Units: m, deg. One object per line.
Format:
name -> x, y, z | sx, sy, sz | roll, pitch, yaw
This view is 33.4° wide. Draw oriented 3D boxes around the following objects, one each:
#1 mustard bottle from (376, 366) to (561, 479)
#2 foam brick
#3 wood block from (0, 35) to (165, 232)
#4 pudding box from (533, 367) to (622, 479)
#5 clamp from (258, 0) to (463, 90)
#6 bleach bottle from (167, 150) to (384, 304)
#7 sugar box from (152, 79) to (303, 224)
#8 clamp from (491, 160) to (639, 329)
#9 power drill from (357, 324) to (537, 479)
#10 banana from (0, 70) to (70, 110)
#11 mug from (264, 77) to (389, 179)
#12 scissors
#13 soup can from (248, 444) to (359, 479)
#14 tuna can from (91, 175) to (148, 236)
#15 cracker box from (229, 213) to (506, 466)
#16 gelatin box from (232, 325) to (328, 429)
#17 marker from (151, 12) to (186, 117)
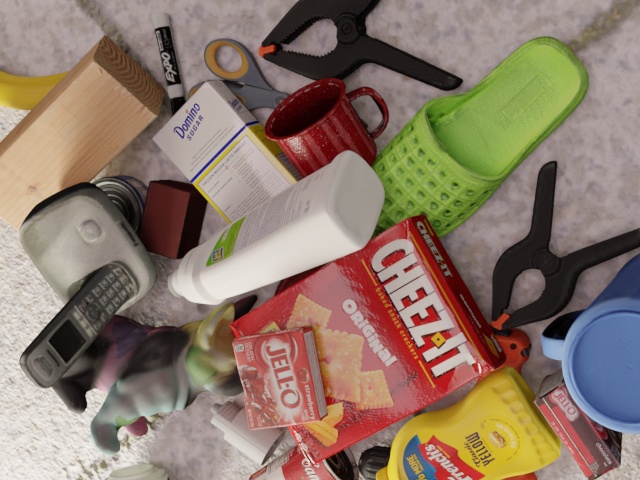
mustard bottle -> 0.126, 0.206, 1.023 | 0.192, 0.058, 0.096 | -33, 94, 18
foam brick -> -0.160, -0.024, 1.158 | 0.051, 0.053, 0.078 | 17, 100, 16
wood block -> -0.273, -0.111, 1.153 | 0.206, 0.090, 0.090 | -41, 112, 17
pudding box -> 0.245, 0.168, 1.008 | 0.039, 0.113, 0.090 | -34, 85, 14
clamp -> 0.039, -0.206, 1.081 | 0.210, 0.036, 0.164 | -18, 89, 21
bleach bottle -> -0.057, 0.001, 1.061 | 0.251, 0.102, 0.068 | -23, 121, 37
sugar box -> -0.084, -0.075, 1.124 | 0.093, 0.048, 0.176 | -42, 85, 20
clamp -> 0.231, 0.022, 1.030 | 0.120, 0.039, 0.171 | 30, 98, 24
power drill -> 0.134, 0.175, 1.078 | 0.184, 0.057, 0.188 | 7, 100, 14
banana -> -0.332, -0.181, 1.209 | 0.198, 0.037, 0.070 | 14, 100, 17
mug -> 0.014, -0.108, 1.064 | 0.117, 0.093, 0.081 | -31, 121, 8
scissors -> -0.047, -0.166, 1.124 | 0.202, 0.016, 0.096 | 2, 99, 19
soup can -> -0.020, 0.253, 1.130 | 0.102, 0.068, 0.068 | -36, 84, 19
tuna can -> -0.227, -0.030, 1.190 | 0.086, 0.033, 0.086 | 2, 96, 18
cracker box -> 0.044, 0.097, 1.031 | 0.214, 0.072, 0.164 | -31, 84, 19
gelatin box -> -0.038, 0.129, 1.006 | 0.073, 0.030, 0.089 | -11, 90, 19
marker -> -0.162, -0.187, 1.160 | 0.020, 0.020, 0.121 | -11, 91, 19
